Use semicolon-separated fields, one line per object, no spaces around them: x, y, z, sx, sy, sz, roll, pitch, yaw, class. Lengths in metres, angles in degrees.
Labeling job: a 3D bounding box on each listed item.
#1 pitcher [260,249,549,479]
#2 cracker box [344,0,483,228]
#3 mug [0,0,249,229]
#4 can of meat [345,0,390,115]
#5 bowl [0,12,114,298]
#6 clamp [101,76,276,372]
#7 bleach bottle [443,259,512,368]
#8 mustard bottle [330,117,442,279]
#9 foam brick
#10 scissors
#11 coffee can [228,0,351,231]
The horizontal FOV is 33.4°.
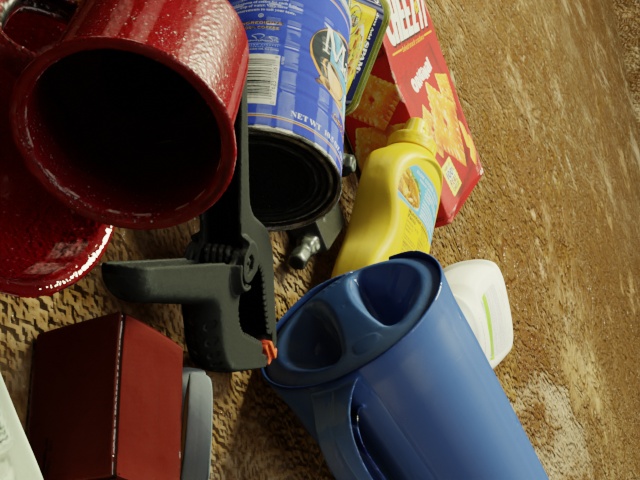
0.072;0.142;0.712;0.149;0.145;0.242;-40;113;-18;pitcher
0.075;-0.128;0.972;0.213;0.072;0.164;69;25;-12;cracker box
-0.086;-0.070;0.456;0.117;0.093;0.081;25;38;-13;mug
0.000;-0.148;0.802;0.083;0.057;0.102;-3;117;-63;can of meat
-0.155;-0.049;0.455;0.162;0.055;0.162;42;41;-51;bowl
-0.054;0.001;0.588;0.210;0.036;0.164;71;30;-58;clamp
0.120;0.068;0.914;0.250;0.068;0.102;4;74;-76;bleach bottle
0.058;-0.015;0.840;0.096;0.058;0.191;51;48;-49;mustard bottle
-0.101;0.082;0.503;0.051;0.053;0.078;37;45;-54;foam brick
-0.066;0.154;0.529;0.096;0.016;0.202;113;-22;-60;scissors
-0.034;-0.091;0.681;0.102;0.103;0.140;48;36;-46;coffee can
